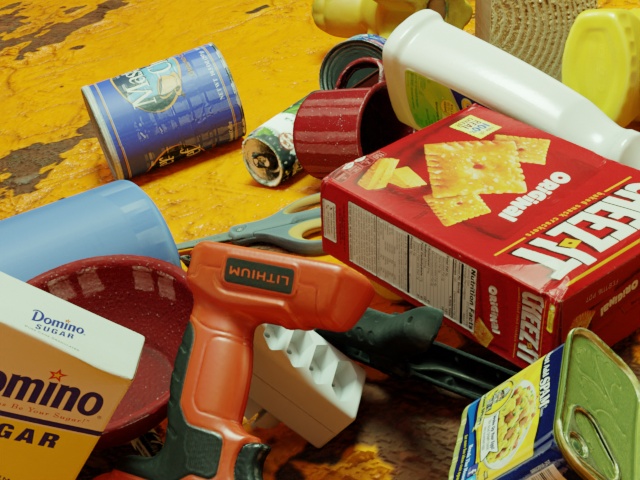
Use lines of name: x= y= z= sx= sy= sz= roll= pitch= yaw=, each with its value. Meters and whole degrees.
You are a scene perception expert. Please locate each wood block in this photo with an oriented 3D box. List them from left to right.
wood block: x=0.197 y=-0.206 z=1.004 sx=0.091 sy=0.090 sz=0.206 roll=0 pitch=17 yaw=4

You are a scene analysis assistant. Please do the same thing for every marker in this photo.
marker: x=-0.103 y=0.138 z=0.674 sx=0.020 sy=0.020 sz=0.121 roll=-26 pitch=30 yaw=-19

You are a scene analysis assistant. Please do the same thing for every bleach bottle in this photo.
bleach bottle: x=0.164 y=-0.094 z=0.834 sx=0.251 sy=0.102 sz=0.068 roll=31 pitch=63 yaw=35

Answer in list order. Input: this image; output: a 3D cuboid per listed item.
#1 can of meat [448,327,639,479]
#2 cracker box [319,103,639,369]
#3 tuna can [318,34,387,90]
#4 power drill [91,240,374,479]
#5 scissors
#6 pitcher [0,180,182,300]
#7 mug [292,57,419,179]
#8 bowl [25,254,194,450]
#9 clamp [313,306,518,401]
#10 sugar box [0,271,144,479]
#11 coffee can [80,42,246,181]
can of meat: x=0.115 y=0.106 z=0.549 sx=0.084 sy=0.057 sz=0.102 roll=-41 pitch=13 yaw=34
cracker box: x=0.128 y=-0.011 z=0.724 sx=0.163 sy=0.072 sz=0.214 roll=-27 pitch=39 yaw=-31
tuna can: x=0.044 y=-0.160 z=1.055 sx=0.086 sy=0.086 sz=0.033 roll=-1 pitch=21 yaw=25
power drill: x=-0.032 y=0.101 z=0.570 sx=0.185 sy=0.057 sz=0.187 roll=11 pitch=76 yaw=25
scissors: x=-0.056 y=0.001 z=0.895 sx=0.201 sy=0.016 sz=0.096 roll=-19 pitch=29 yaw=-6
pitcher: x=-0.234 y=0.047 z=0.801 sx=0.242 sy=0.145 sz=0.149 roll=-25 pitch=45 yaw=-25
mug: x=0.031 y=-0.105 z=0.947 sx=0.082 sy=0.117 sz=0.093 roll=4 pitch=-5 yaw=40
bowl: x=-0.144 y=0.082 z=0.692 sx=0.162 sy=0.055 sz=0.162 roll=-5 pitch=41 yaw=5
clamp: x=0.046 y=0.062 z=0.651 sx=0.172 sy=0.120 sz=0.039 roll=10 pitch=63 yaw=44
sugar box: x=-0.175 y=0.108 z=0.585 sx=0.093 sy=0.176 sz=0.048 roll=26 pitch=29 yaw=-12
coffee can: x=-0.159 y=-0.130 z=1.086 sx=0.140 sy=0.103 sz=0.103 roll=-22 pitch=29 yaw=-12
